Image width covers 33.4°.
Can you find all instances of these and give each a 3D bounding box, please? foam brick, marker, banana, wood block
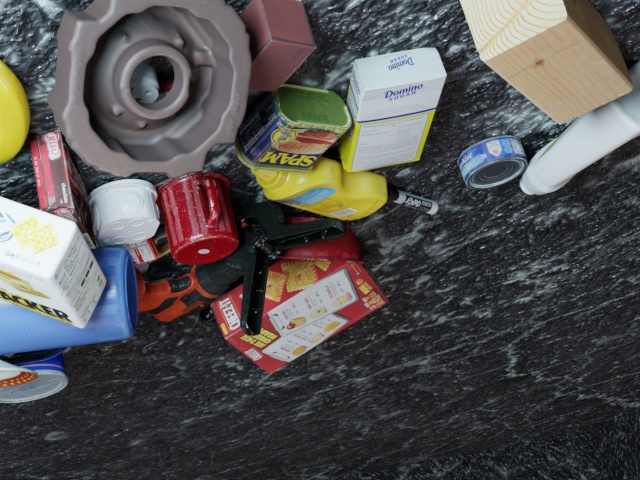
[{"bbox_3d":[-0.050,-0.180,0.982,0.052,0.051,0.078,2,153,-38],"label":"foam brick"},{"bbox_3d":[0.118,-0.055,1.434,0.020,0.020,0.120,-30,154,31],"label":"marker"},{"bbox_3d":[-0.303,-0.117,0.986,0.069,0.037,0.198,-7,156,-24],"label":"banana"},{"bbox_3d":[0.230,-0.200,1.068,0.091,0.090,0.205,-25,156,25],"label":"wood block"}]

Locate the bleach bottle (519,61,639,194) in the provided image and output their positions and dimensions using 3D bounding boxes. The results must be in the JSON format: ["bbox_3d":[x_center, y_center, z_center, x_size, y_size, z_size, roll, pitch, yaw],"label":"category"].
[{"bbox_3d":[0.331,-0.124,1.340,0.102,0.068,0.251,-40,177,-29],"label":"bleach bottle"}]

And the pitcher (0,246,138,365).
[{"bbox_3d":[-0.337,0.076,1.235,0.243,0.145,0.149,-4,178,-2],"label":"pitcher"}]

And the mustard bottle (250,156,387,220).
[{"bbox_3d":[-0.012,-0.068,1.262,0.096,0.058,0.191,-12,164,38],"label":"mustard bottle"}]

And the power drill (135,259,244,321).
[{"bbox_3d":[-0.204,0.061,1.408,0.185,0.057,0.187,-33,160,33],"label":"power drill"}]

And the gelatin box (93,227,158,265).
[{"bbox_3d":[-0.249,0.003,1.295,0.089,0.030,0.073,-16,141,-1],"label":"gelatin box"}]

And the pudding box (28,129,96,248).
[{"bbox_3d":[-0.266,-0.048,1.104,0.039,0.090,0.113,-11,158,-6],"label":"pudding box"}]

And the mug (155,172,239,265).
[{"bbox_3d":[-0.138,-0.028,1.245,0.093,0.081,0.117,-4,155,-26],"label":"mug"}]

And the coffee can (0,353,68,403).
[{"bbox_3d":[-0.386,0.125,1.370,0.102,0.140,0.103,-13,158,-6],"label":"coffee can"}]

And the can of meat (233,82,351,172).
[{"bbox_3d":[-0.029,-0.120,1.135,0.101,0.057,0.084,2,149,-38],"label":"can of meat"}]

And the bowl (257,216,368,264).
[{"bbox_3d":[-0.017,-0.001,1.378,0.162,0.055,0.162,4,180,0],"label":"bowl"}]

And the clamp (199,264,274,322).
[{"bbox_3d":[-0.097,0.064,1.553,0.171,0.039,0.120,-19,158,-12],"label":"clamp"}]

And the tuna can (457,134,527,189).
[{"bbox_3d":[0.222,-0.100,1.375,0.086,0.034,0.086,-13,158,-6],"label":"tuna can"}]

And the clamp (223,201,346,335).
[{"bbox_3d":[-0.058,0.002,1.258,0.164,0.210,0.036,-44,125,6],"label":"clamp"}]

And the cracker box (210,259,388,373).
[{"bbox_3d":[-0.028,0.088,1.536,0.214,0.072,0.164,-31,148,6],"label":"cracker box"}]

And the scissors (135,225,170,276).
[{"bbox_3d":[-0.252,0.031,1.401,0.096,0.016,0.202,3,152,-34],"label":"scissors"}]

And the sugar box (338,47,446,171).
[{"bbox_3d":[0.075,-0.140,1.169,0.093,0.048,0.176,-11,154,-11],"label":"sugar box"}]
